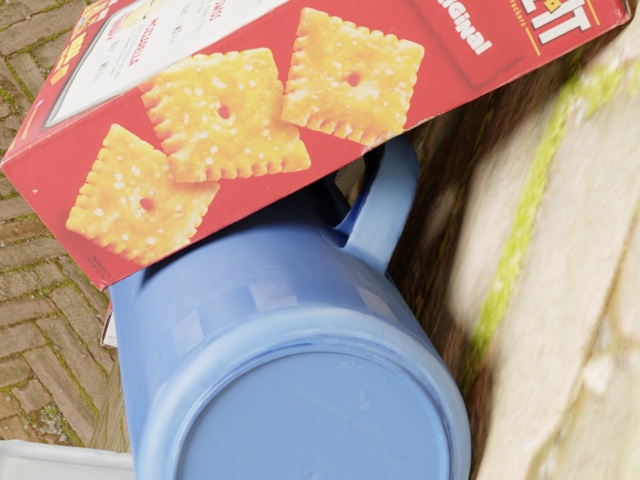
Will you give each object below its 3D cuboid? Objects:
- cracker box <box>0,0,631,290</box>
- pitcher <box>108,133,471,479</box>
[{"bbox_3d":[-0.005,-0.088,0.424,0.214,0.072,0.164,-26,28,14],"label":"cracker box"},{"bbox_3d":[-0.018,0.033,0.440,0.243,0.145,0.149,-125,24,-72],"label":"pitcher"}]
